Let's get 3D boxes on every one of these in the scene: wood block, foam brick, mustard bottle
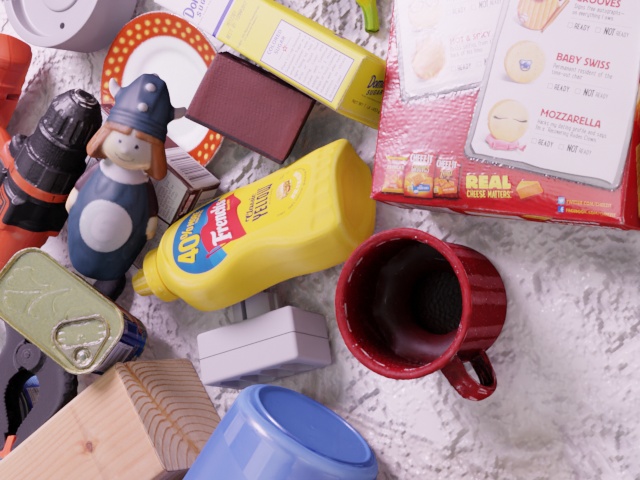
[{"bbox_3d":[-0.177,0.185,0.817,0.206,0.090,0.091,-39,68,23],"label":"wood block"},{"bbox_3d":[-0.048,-0.096,0.761,0.078,0.053,0.051,26,103,-1],"label":"foam brick"},{"bbox_3d":[-0.055,0.001,0.755,0.192,0.058,0.096,-23,39,25],"label":"mustard bottle"}]

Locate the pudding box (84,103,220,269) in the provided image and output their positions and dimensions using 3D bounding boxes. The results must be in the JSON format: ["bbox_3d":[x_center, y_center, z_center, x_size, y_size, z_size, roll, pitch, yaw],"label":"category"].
[{"bbox_3d":[-0.143,-0.040,0.826,0.114,0.039,0.090,41,118,21],"label":"pudding box"}]

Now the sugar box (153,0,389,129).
[{"bbox_3d":[-0.023,-0.138,0.742,0.176,0.093,0.048,36,102,26],"label":"sugar box"}]

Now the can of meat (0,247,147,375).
[{"bbox_3d":[-0.184,0.058,0.796,0.102,0.084,0.057,35,84,12],"label":"can of meat"}]

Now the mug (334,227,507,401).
[{"bbox_3d":[0.075,0.050,0.680,0.093,0.081,0.117,-43,67,21],"label":"mug"}]

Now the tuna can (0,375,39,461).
[{"bbox_3d":[-0.265,0.150,0.902,0.086,0.033,0.086,-2,86,30],"label":"tuna can"}]

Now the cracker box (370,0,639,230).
[{"bbox_3d":[0.129,-0.120,0.664,0.164,0.072,0.214,7,90,29],"label":"cracker box"}]

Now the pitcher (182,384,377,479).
[{"bbox_3d":[-0.053,0.230,0.730,0.145,0.149,0.243,39,104,42],"label":"pitcher"}]

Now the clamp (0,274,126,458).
[{"bbox_3d":[-0.217,0.090,0.856,0.120,0.039,0.171,-4,76,23],"label":"clamp"}]

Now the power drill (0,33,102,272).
[{"bbox_3d":[-0.243,-0.084,0.851,0.185,0.057,0.188,-54,46,26],"label":"power drill"}]
